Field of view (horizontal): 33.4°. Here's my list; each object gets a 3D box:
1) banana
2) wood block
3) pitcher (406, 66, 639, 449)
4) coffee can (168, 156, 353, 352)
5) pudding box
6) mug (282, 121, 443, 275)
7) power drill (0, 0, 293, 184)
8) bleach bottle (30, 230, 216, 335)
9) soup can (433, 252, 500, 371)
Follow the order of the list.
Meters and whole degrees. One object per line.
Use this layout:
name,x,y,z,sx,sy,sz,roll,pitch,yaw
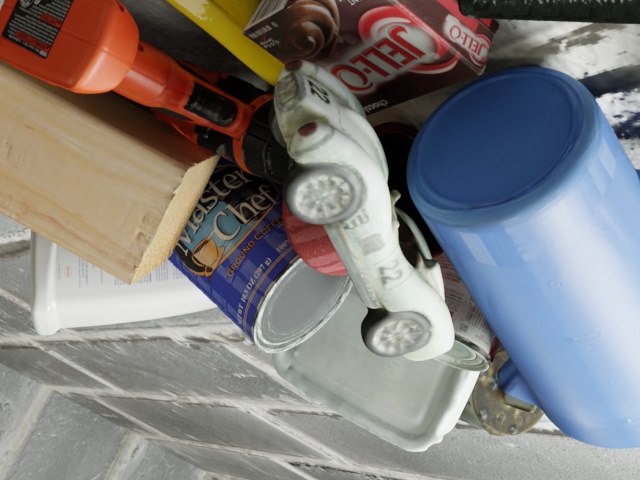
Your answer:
banana,-0.070,-0.145,0.619,0.197,0.037,0.070,35,-179,-21
wood block,-0.184,-0.065,0.719,0.206,0.090,0.090,29,-165,3
pitcher,0.157,0.009,0.628,0.145,0.149,0.242,26,164,45
coffee can,-0.055,0.001,0.797,0.140,0.102,0.102,40,169,28
pudding box,0.025,-0.114,0.573,0.090,0.039,0.114,34,158,-25
mug,0.038,-0.021,0.710,0.117,0.093,0.082,11,162,-39
power drill,-0.081,-0.085,0.619,0.185,0.057,0.187,26,-179,39
bleach bottle,-0.112,0.022,0.895,0.250,0.102,0.068,-2,158,-9
soup can,0.107,0.033,0.753,0.068,0.102,0.068,23,161,8
